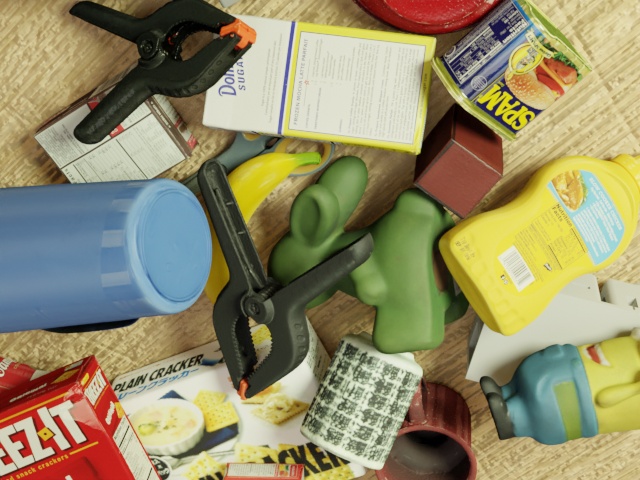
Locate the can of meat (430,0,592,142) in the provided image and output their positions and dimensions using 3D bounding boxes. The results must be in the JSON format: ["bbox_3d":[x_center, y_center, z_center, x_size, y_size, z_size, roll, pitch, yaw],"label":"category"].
[{"bbox_3d":[0.148,-0.133,0.819,0.084,0.057,0.101,-41,144,21],"label":"can of meat"}]

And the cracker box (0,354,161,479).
[{"bbox_3d":[-0.239,0.237,0.985,0.164,0.072,0.213,-23,104,7],"label":"cracker box"}]

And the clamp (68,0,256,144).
[{"bbox_3d":[-0.132,-0.137,0.844,0.172,0.039,0.120,0,89,29],"label":"clamp"}]

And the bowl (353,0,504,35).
[{"bbox_3d":[0.085,-0.213,0.790,0.162,0.055,0.162,3,129,3],"label":"bowl"}]

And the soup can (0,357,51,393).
[{"bbox_3d":[-0.288,0.158,1.048,0.102,0.068,0.069,16,118,-1],"label":"soup can"}]

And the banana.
[{"bbox_3d":[-0.071,-0.009,0.935,0.069,0.037,0.198,25,126,-9],"label":"banana"}]

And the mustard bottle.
[{"bbox_3d":[0.196,-0.013,0.863,0.191,0.058,0.096,-34,98,-8],"label":"mustard bottle"}]

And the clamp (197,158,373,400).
[{"bbox_3d":[-0.037,0.049,0.887,0.165,0.036,0.210,21,121,27],"label":"clamp"}]

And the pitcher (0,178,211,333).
[{"bbox_3d":[-0.211,0.018,0.899,0.243,0.149,0.145,-4,95,30],"label":"pitcher"}]

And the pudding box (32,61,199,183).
[{"bbox_3d":[-0.177,-0.087,0.922,0.114,0.039,0.090,-27,112,23],"label":"pudding box"}]

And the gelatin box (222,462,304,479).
[{"bbox_3d":[-0.051,0.251,1.007,0.073,0.030,0.089,0,121,5],"label":"gelatin box"}]

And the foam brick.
[{"bbox_3d":[0.112,-0.065,0.867,0.051,0.078,0.053,34,119,-10],"label":"foam brick"}]

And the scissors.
[{"bbox_3d":[-0.067,-0.057,0.933,0.096,0.016,0.202,38,116,-11],"label":"scissors"}]

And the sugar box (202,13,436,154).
[{"bbox_3d":[-0.001,-0.125,0.856,0.176,0.048,0.093,9,92,7],"label":"sugar box"}]

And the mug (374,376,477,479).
[{"bbox_3d":[0.096,0.176,0.991,0.093,0.081,0.117,-11,115,14],"label":"mug"}]
